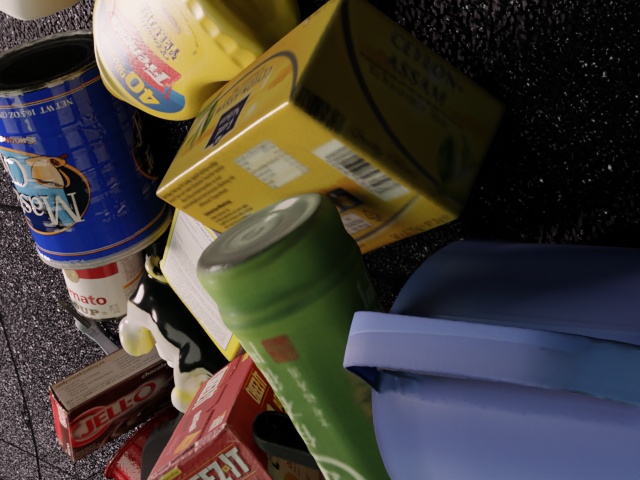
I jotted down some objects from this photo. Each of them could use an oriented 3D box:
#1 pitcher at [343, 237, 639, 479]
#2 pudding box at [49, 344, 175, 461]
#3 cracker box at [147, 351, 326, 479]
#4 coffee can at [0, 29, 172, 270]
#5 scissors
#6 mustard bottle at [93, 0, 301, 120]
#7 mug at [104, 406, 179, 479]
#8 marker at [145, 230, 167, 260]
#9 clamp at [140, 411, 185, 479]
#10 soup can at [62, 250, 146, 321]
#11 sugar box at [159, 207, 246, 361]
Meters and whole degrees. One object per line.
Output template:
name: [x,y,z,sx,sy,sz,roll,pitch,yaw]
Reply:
pitcher: [0.134,0.062,0.391,0.243,0.149,0.145,-1,117,53]
pudding box: [-0.186,0.141,0.967,0.039,0.113,0.090,46,149,25]
cracker box: [-0.007,0.186,0.686,0.213,0.072,0.164,52,-169,-6]
coffee can: [-0.174,-0.065,0.759,0.103,0.102,0.140,22,136,45]
scissors: [-0.201,0.092,0.982,0.096,0.016,0.202,46,170,-3]
mustard bottle: [-0.087,-0.121,0.620,0.096,0.058,0.192,55,151,-8]
mug: [-0.148,0.226,1.003,0.081,0.093,0.117,43,105,14]
marker: [-0.134,0.031,0.877,0.020,0.020,0.121,41,147,26]
clamp: [-0.107,0.166,0.901,0.172,0.039,0.120,-38,75,31]
soup can: [-0.181,0.008,0.877,0.069,0.068,0.102,34,144,34]
sugar box: [-0.054,0.001,0.705,0.093,0.048,0.176,51,147,14]
